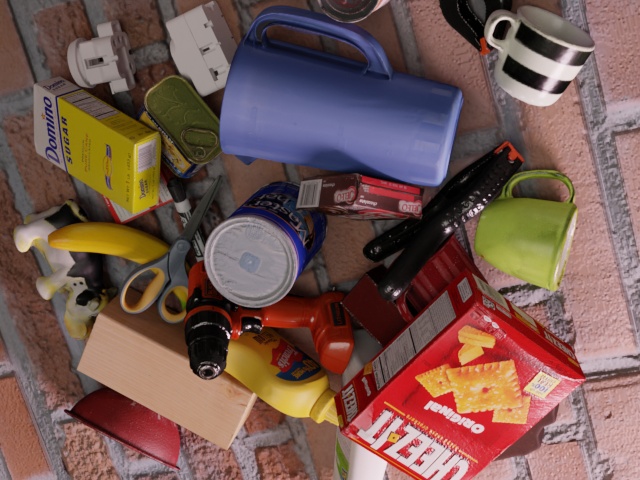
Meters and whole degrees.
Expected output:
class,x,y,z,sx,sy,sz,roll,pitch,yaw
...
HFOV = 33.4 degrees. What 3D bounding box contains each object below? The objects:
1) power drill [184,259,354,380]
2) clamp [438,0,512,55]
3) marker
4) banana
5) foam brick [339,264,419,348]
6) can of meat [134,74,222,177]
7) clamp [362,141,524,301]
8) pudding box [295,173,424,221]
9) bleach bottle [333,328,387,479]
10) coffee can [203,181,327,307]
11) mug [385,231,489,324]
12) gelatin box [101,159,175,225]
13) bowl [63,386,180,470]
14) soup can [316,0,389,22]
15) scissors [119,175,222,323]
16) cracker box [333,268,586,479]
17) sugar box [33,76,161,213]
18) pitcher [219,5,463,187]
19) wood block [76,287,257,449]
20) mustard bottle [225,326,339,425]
class,x,y,z,sx,sy,sz,roll,pitch,yaw
power drill,-0.059,0.097,1.189,0.187,0.184,0.057,12,124,-14
clamp,0.154,-0.275,1.074,0.120,0.039,0.171,-15,109,48
marker,-0.153,-0.022,1.249,0.020,0.020,0.121,-8,123,17
banana,-0.222,0.020,1.267,0.197,0.037,0.069,31,77,-17
foam brick,0.072,0.076,1.213,0.078,0.052,0.051,46,114,11
can of meat,-0.158,-0.124,1.192,0.102,0.057,0.084,50,157,-5
clamp,0.128,-0.022,1.129,0.210,0.164,0.036,-40,104,14
pudding box,0.041,-0.045,1.139,0.114,0.089,0.039,3,84,57
bleach bottle,0.049,0.236,1.268,0.068,0.102,0.251,2,118,-12
coffee can,-0.058,0.001,1.183,0.103,0.140,0.103,5,109,13
mug,0.126,0.051,1.168,0.093,0.117,0.081,-24,108,49
gelatin box,-0.217,-0.068,1.263,0.089,0.030,0.073,-23,100,21
bowl,-0.234,0.225,1.324,0.162,0.162,0.055,27,79,5
soup can,0.038,-0.263,1.087,0.068,0.102,0.068,5,110,13
scissors,-0.152,0.021,1.250,0.202,0.016,0.096,-44,114,13
cracker box,0.145,0.158,1.135,0.164,0.072,0.214,35,111,-21
sugar box,-0.256,-0.110,1.209,0.176,0.048,0.093,28,127,28
pitcher,0.023,-0.141,1.119,0.243,0.149,0.145,13,79,7
wood block,-0.175,0.152,1.295,0.206,0.090,0.091,27,113,4
mustard bottle,-0.049,0.151,1.235,0.192,0.096,0.058,35,113,17
